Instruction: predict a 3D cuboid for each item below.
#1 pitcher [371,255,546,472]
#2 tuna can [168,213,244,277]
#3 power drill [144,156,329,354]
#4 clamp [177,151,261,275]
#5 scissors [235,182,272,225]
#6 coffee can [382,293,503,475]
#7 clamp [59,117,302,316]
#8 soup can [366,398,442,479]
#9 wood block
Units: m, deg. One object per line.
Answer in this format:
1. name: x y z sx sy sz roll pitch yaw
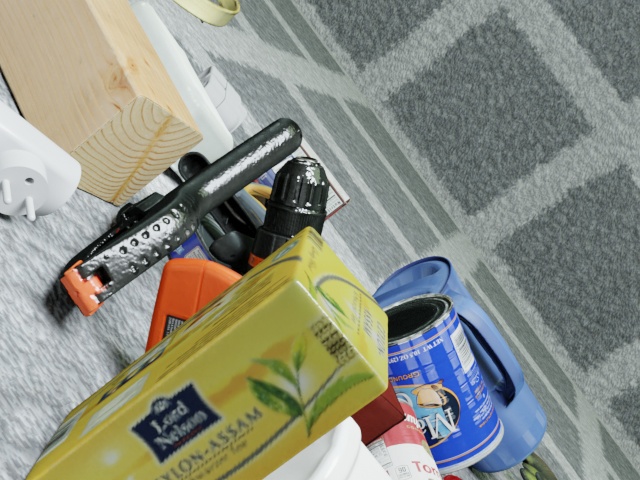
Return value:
1. pitcher: 0.159 0.146 1.207 0.242 0.145 0.149 52 16 -18
2. tuna can: -0.088 0.018 0.872 0.086 0.034 0.086 50 13 -16
3. power drill: -0.046 0.038 0.699 0.057 0.184 0.187 13 10 16
4. clamp: -0.056 0.001 0.861 0.171 0.039 0.120 48 16 -52
5. scissors: -0.108 -0.054 1.013 0.202 0.016 0.096 32 43 33
6. coffee can: 0.102 0.135 1.010 0.103 0.103 0.140 -81 149 -73
7. clamp: -0.098 -0.015 0.687 0.036 0.165 0.209 57 21 -11
8. soup can: 0.060 0.188 0.872 0.068 0.068 0.102 44 16 -38
9. wood block: -0.185 -0.142 0.818 0.206 0.091 0.090 59 13 26
